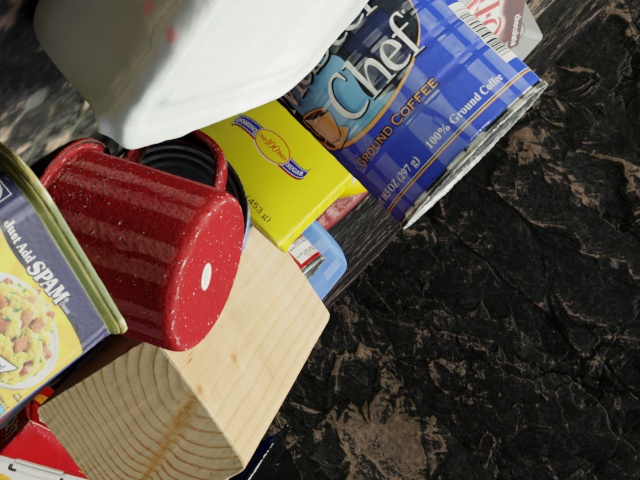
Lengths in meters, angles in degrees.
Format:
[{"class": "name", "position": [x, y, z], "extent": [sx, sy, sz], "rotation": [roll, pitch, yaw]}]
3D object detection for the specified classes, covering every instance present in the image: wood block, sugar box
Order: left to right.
[{"class": "wood block", "position": [-0.074, 0.073, 0.670], "extent": [0.091, 0.090, 0.206], "rotation": [-31, -171, 21]}, {"class": "sugar box", "position": [0.006, -0.086, 0.662], "extent": [0.176, 0.093, 0.048], "rotation": [-45, 174, -4]}]

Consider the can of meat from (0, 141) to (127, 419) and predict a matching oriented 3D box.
[{"class": "can of meat", "position": [-0.138, 0.022, 0.425], "extent": [0.083, 0.058, 0.102], "rotation": [-40, 136, -20]}]

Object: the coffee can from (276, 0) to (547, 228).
[{"class": "coffee can", "position": [0.029, -0.091, 0.544], "extent": [0.103, 0.140, 0.103], "rotation": [-44, 174, -6]}]

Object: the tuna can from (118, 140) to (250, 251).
[{"class": "tuna can", "position": [-0.082, -0.013, 0.596], "extent": [0.086, 0.086, 0.034], "rotation": [-44, 176, -4]}]

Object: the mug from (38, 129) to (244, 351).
[{"class": "mug", "position": [-0.085, -0.005, 0.526], "extent": [0.093, 0.081, 0.117], "rotation": [75, 35, -64]}]
